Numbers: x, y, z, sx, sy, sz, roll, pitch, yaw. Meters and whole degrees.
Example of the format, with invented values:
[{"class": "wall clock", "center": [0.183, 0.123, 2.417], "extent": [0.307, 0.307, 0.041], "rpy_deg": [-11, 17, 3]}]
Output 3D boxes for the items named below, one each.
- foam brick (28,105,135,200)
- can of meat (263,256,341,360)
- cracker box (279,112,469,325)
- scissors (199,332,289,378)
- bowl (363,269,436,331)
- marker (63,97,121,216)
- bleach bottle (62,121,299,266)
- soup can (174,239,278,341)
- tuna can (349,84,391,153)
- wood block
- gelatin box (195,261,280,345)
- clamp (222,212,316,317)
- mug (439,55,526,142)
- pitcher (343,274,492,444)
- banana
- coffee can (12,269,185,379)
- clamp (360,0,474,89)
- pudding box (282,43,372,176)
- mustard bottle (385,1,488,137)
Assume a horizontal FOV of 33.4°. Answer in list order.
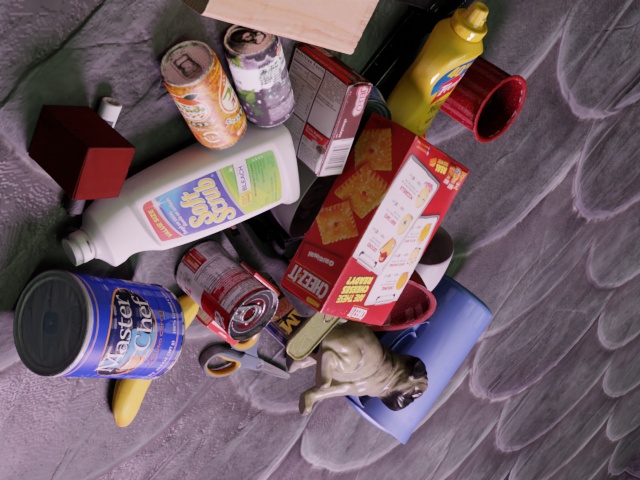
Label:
[{"class": "foam brick", "center": [-0.208, -0.077, 0.929], "extent": [0.051, 0.078, 0.053], "rpy_deg": [-4, 126, -48]}, {"class": "can of meat", "center": [-0.027, 0.081, 1.318], "extent": [0.102, 0.084, 0.057], "rpy_deg": [-48, 148, -3]}, {"class": "cracker box", "center": [0.063, -0.019, 1.194], "extent": [0.214, 0.072, 0.164], "rpy_deg": [-61, 151, 6]}, {"class": "scissors", "center": [-0.079, 0.143, 1.386], "extent": [0.201, 0.016, 0.096], "rpy_deg": [9, 117, -55]}, {"class": "bowl", "center": [0.071, 0.061, 1.402], "extent": [0.162, 0.055, 0.162], "rpy_deg": [3, 149, 1]}, {"class": "marker", "center": [-0.211, -0.075, 0.983], "extent": [0.020, 0.020, 0.121], "rpy_deg": [-4, 126, -50]}, {"class": "bleach bottle", "center": [-0.140, -0.036, 1.070], "extent": [0.250, 0.068, 0.102], "rpy_deg": [-29, 132, -27]}, {"class": "soup can", "center": [-0.105, 0.053, 1.174], "extent": [0.068, 0.102, 0.068], "rpy_deg": [-32, 145, -27]}, {"class": "tuna can", "center": [0.034, -0.136, 1.185], "extent": [0.086, 0.034, 0.086], "rpy_deg": [-16, 147, -11]}, {"class": "wood block", "center": [-0.043, -0.239, 0.951], "extent": [0.205, 0.091, 0.090], "rpy_deg": [2, 121, -52]}, {"class": "gelatin box", "center": [-0.098, 0.075, 1.276], "extent": [0.089, 0.030, 0.073], "rpy_deg": [-48, 147, -3]}, {"class": "clamp", "center": [-0.058, 0.001, 1.210], "extent": [0.039, 0.120, 0.171], "rpy_deg": [-28, 134, 15]}, {"class": "mug", "center": [0.197, -0.175, 1.328], "extent": [0.093, 0.082, 0.117], "rpy_deg": [-44, 148, -10]}, {"class": "pitcher", "center": [0.141, 0.169, 1.588], "extent": [0.243, 0.145, 0.149], "rpy_deg": [-52, -172, -4]}, {"class": "banana", "center": [-0.190, 0.134, 1.216], "extent": [0.198, 0.037, 0.069], "rpy_deg": [-55, 148, 8]}, {"class": "coffee can", "center": [-0.219, 0.087, 1.067], "extent": [0.140, 0.103, 0.103], "rpy_deg": [13, 113, -56]}, {"class": "clamp", "center": [0.116, -0.263, 1.172], "extent": [0.209, 0.036, 0.164], "rpy_deg": [-38, 156, -20]}, {"class": "pudding box", "center": [-0.002, -0.136, 1.113], "extent": [0.039, 0.090, 0.114], "rpy_deg": [-11, 133, -42]}, {"class": "mustard bottle", "center": [0.131, -0.191, 1.201], "extent": [0.096, 0.058, 0.192], "rpy_deg": [-32, 163, -46]}]
